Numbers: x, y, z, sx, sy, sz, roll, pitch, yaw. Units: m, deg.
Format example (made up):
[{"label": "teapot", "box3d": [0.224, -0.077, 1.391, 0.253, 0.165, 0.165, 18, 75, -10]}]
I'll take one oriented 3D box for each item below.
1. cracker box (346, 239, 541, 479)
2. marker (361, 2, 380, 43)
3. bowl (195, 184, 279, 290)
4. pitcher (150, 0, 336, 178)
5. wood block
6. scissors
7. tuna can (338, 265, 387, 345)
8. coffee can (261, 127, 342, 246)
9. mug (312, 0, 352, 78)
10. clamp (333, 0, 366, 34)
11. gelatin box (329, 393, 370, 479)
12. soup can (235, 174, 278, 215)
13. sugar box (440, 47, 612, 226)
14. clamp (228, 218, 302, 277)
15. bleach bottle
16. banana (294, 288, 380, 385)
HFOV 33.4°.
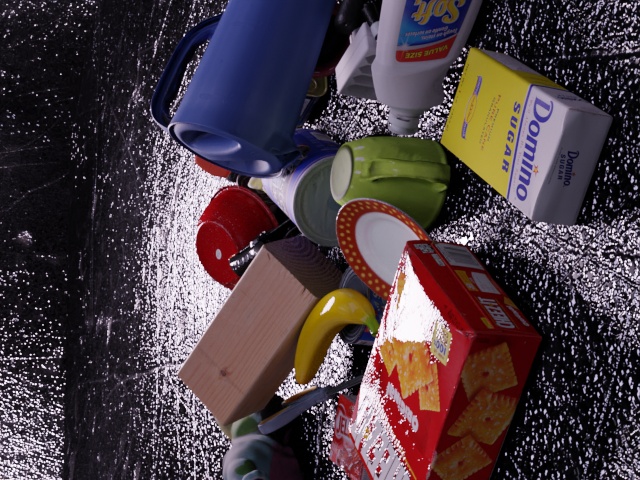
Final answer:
[{"label": "cracker box", "box3d": [0.098, 0.129, 0.929, 0.164, 0.072, 0.214, -119, 41, -58]}, {"label": "marker", "box3d": [0.072, -0.202, 1.128, 0.121, 0.020, 0.020, 67, 148, 21]}, {"label": "bowl", "box3d": [-0.121, 0.008, 1.458, 0.162, 0.055, 0.162, 22, 123, 38]}, {"label": "pitcher", "box3d": [-0.076, -0.202, 1.185, 0.145, 0.149, 0.243, -10, 58, 63]}, {"label": "wood block", "box3d": [-0.065, 0.103, 1.231, 0.091, 0.090, 0.206, 44, 117, 18]}, {"label": "scissors", "box3d": [-0.011, 0.183, 1.198, 0.016, 0.096, 0.202, 56, 156, -1]}, {"label": "tuna can", "box3d": [0.047, 0.069, 1.135, 0.086, 0.033, 0.086, -173, 90, -69]}, {"label": "coffee can", "box3d": [-0.001, -0.063, 1.208, 0.140, 0.102, 0.103, -134, 54, -64]}, {"label": "mug", "box3d": [-0.020, -0.257, 1.315, 0.081, 0.117, 0.093, -103, -1, -53]}, {"label": "clamp", "box3d": [0.066, -0.345, 1.199, 0.164, 0.036, 0.210, -87, 20, -66]}, {"label": "gelatin box", "box3d": [0.040, 0.206, 1.112, 0.089, 0.030, 0.073, -157, 75, -68]}, {"label": "soup can", "box3d": [-0.099, -0.041, 1.507, 0.068, 0.068, 0.102, -103, 28, -43]}, {"label": "sugar box", "box3d": [0.161, -0.089, 0.871, 0.176, 0.048, 0.093, -123, 45, -61]}, {"label": "clamp", "box3d": [-0.059, 0.002, 1.341, 0.039, 0.120, 0.172, 58, 152, -6]}, {"label": "bleach bottle", "box3d": [0.109, -0.220, 1.005, 0.068, 0.102, 0.251, -109, 26, -62]}, {"label": "banana", "box3d": [0.009, 0.095, 1.120, 0.198, 0.037, 0.069, 135, 139, -59]}]
